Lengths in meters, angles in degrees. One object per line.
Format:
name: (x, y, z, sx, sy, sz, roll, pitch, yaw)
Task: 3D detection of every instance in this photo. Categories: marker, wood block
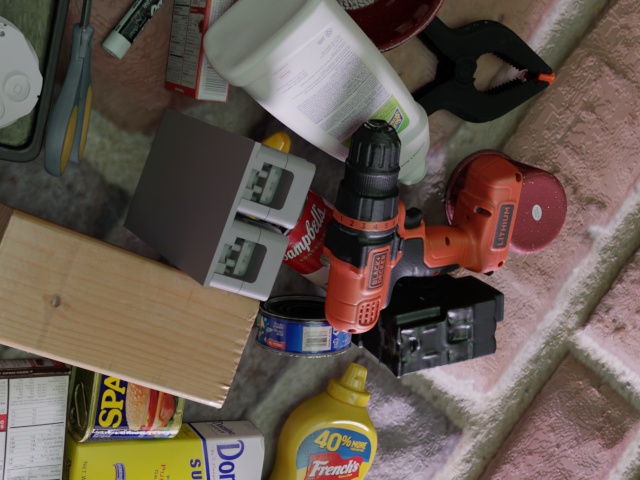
marker: (-0.130, -0.197, 0.847, 0.020, 0.020, 0.121, 39, 84, -30)
wood block: (-0.162, 0.048, 0.794, 0.205, 0.090, 0.091, 23, 85, -33)

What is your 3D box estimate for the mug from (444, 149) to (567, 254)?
mug: (0.171, -0.026, 1.015, 0.117, 0.082, 0.093, -49, 120, -8)

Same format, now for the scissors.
scissors: (-0.178, -0.131, 0.773, 0.016, 0.096, 0.202, 12, 130, -3)

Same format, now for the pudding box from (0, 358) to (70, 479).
pudding box: (-0.253, 0.155, 0.869, 0.089, 0.039, 0.113, 0, 105, -28)

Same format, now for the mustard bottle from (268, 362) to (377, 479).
mustard bottle: (0.002, 0.206, 1.005, 0.096, 0.058, 0.192, 19, 94, -28)

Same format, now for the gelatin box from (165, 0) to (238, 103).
gelatin box: (-0.093, -0.158, 0.845, 0.030, 0.073, 0.089, 3, 101, -29)

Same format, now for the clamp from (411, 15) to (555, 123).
clamp: (0.118, -0.147, 0.979, 0.209, 0.036, 0.164, 8, 102, -25)

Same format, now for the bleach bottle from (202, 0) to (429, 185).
bleach bottle: (0.016, -0.109, 0.864, 0.102, 0.068, 0.250, -39, 141, 8)

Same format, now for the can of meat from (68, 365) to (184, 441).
can of meat: (-0.160, 0.115, 0.893, 0.083, 0.058, 0.102, 7, 94, -31)

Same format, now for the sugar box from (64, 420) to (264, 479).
sugar box: (-0.138, 0.211, 0.940, 0.176, 0.048, 0.093, 2, 102, -27)

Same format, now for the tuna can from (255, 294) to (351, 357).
tuna can: (-0.014, 0.074, 0.944, 0.086, 0.086, 0.034, -3, 103, -27)

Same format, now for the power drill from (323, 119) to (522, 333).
power drill: (0.086, -0.023, 0.902, 0.187, 0.057, 0.184, -13, 124, -36)

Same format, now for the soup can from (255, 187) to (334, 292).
soup can: (-0.002, 0.001, 0.940, 0.102, 0.069, 0.068, 36, 86, -31)
